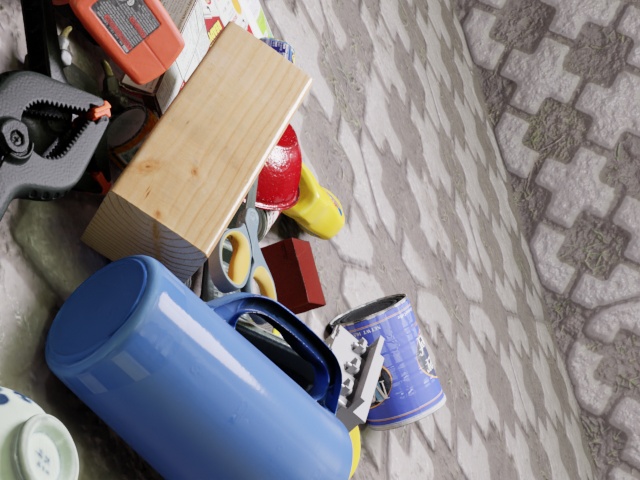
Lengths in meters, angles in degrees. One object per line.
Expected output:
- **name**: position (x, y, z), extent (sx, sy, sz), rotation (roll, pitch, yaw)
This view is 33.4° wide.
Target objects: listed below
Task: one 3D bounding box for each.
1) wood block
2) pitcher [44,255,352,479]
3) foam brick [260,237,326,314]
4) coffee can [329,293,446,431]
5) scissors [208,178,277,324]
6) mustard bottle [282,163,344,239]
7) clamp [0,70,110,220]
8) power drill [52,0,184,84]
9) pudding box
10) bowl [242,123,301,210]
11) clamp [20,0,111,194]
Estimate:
- **wood block**: position (-0.098, -0.069, 0.879), extent (0.090, 0.091, 0.206), rotation (34, 55, -10)
- **pitcher**: position (-0.086, 0.116, 0.820), extent (0.242, 0.145, 0.149), rotation (50, 20, -32)
- **foam brick**: position (-0.034, 0.042, 1.173), extent (0.051, 0.053, 0.078), rotation (17, 56, -67)
- **coffee can**: position (0.083, 0.149, 1.314), extent (0.140, 0.103, 0.102), rotation (69, 19, -5)
- **scissors**: position (-0.056, 0.001, 0.949), extent (0.096, 0.016, 0.201), rotation (60, 22, -19)
- **mustard bottle**: position (-0.017, -0.046, 1.265), extent (0.096, 0.058, 0.191), rotation (44, 1, 20)
- **clamp**: position (-0.225, -0.072, 0.725), extent (0.209, 0.036, 0.164), rotation (-43, 113, -51)
- **power drill**: position (-0.185, -0.197, 0.863), extent (0.188, 0.057, 0.184), rotation (40, -7, 41)
- **pudding box**: position (-0.141, -0.164, 0.981), extent (0.090, 0.039, 0.113), rotation (86, 22, -70)
- **bowl**: position (-0.076, -0.103, 1.078), extent (0.162, 0.055, 0.162), rotation (29, 27, -16)
- **clamp**: position (-0.208, -0.107, 0.814), extent (0.120, 0.039, 0.171), rotation (-58, 141, -19)
